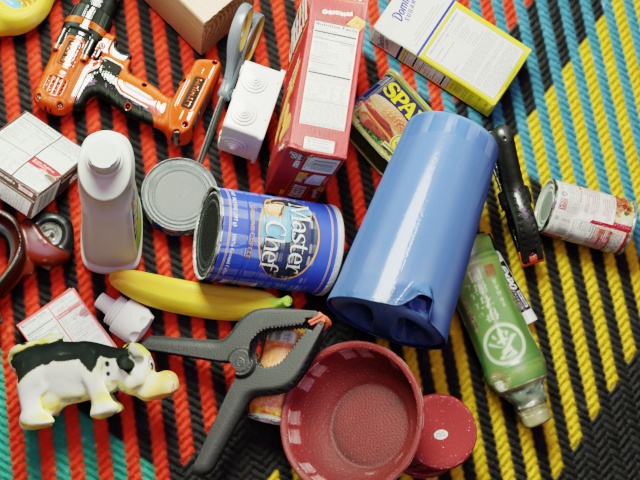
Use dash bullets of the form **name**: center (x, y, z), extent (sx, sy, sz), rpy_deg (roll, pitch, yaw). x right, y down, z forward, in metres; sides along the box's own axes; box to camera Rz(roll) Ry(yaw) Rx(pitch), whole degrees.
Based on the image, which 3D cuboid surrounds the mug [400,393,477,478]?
- **mug**: center (0.114, 0.201, 1.164), extent (0.093, 0.081, 0.117), rpy_deg (-35, 83, -15)

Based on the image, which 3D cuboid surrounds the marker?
- **marker**: center (0.217, 0.043, 1.252), extent (0.020, 0.020, 0.121), rpy_deg (-26, 81, -14)

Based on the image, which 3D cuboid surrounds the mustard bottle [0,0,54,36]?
- **mustard bottle**: center (-0.348, -0.294, 1.229), extent (0.096, 0.058, 0.191), rpy_deg (33, 73, 9)

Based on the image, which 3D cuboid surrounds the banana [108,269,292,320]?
- **banana**: center (-0.131, 0.059, 1.169), extent (0.197, 0.070, 0.037), rpy_deg (6, 59, -4)

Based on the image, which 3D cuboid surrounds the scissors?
- **scissors**: center (-0.109, -0.187, 1.226), extent (0.016, 0.096, 0.201), rpy_deg (19, 70, 10)

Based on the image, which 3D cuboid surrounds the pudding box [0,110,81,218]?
- **pudding box**: center (-0.319, -0.085, 1.164), extent (0.090, 0.039, 0.113), rpy_deg (33, 34, 1)

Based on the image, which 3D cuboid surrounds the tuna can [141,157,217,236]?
- **tuna can**: center (-0.160, -0.048, 1.209), extent (0.086, 0.034, 0.086), rpy_deg (2, 75, -8)

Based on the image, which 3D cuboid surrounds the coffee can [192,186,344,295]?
- **coffee can**: center (-0.058, 0.001, 1.162), extent (0.140, 0.103, 0.103), rpy_deg (8, 74, -21)

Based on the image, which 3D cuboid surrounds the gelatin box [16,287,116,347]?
- **gelatin box**: center (-0.273, 0.107, 1.155), extent (0.073, 0.030, 0.089), rpy_deg (-36, 85, -14)

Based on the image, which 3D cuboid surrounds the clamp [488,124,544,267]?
- **clamp**: center (0.223, -0.056, 1.232), extent (0.039, 0.120, 0.171), rpy_deg (-20, 82, 9)

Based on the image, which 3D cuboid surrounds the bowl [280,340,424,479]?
- **bowl**: center (0.041, 0.189, 1.113), extent (0.162, 0.055, 0.162), rpy_deg (-9, 69, 24)

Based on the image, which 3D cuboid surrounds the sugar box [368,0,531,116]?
- **sugar box**: center (0.157, -0.238, 1.302), extent (0.176, 0.048, 0.093), rpy_deg (33, 74, 4)

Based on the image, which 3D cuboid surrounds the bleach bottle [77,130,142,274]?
- **bleach bottle**: center (-0.216, -0.041, 1.085), extent (0.068, 0.251, 0.102), rpy_deg (1, 76, -9)

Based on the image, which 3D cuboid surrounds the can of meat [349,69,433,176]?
- **can of meat**: center (0.081, -0.135, 1.258), extent (0.084, 0.057, 0.102), rpy_deg (-40, 85, -14)

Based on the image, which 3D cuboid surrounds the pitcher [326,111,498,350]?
- **pitcher**: center (0.103, -0.011, 1.162), extent (0.149, 0.145, 0.242), rpy_deg (11, 68, 29)

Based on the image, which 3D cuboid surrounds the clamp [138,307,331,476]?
- **clamp**: center (-0.080, 0.143, 1.130), extent (0.210, 0.036, 0.164), rpy_deg (-24, 72, 9)

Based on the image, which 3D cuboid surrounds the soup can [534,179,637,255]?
- **soup can**: center (0.311, -0.028, 1.260), extent (0.102, 0.068, 0.068), rpy_deg (15, 74, -5)

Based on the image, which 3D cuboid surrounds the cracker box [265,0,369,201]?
- **cracker box**: center (-0.006, -0.170, 1.197), extent (0.072, 0.164, 0.213), rpy_deg (10, 75, -9)

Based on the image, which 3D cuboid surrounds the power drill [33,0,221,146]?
- **power drill**: center (-0.213, -0.204, 1.230), extent (0.187, 0.057, 0.184), rpy_deg (22, 77, 0)

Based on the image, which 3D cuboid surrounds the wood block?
- **wood block**: center (-0.179, -0.330, 1.249), extent (0.206, 0.090, 0.090), rpy_deg (44, 74, 4)
